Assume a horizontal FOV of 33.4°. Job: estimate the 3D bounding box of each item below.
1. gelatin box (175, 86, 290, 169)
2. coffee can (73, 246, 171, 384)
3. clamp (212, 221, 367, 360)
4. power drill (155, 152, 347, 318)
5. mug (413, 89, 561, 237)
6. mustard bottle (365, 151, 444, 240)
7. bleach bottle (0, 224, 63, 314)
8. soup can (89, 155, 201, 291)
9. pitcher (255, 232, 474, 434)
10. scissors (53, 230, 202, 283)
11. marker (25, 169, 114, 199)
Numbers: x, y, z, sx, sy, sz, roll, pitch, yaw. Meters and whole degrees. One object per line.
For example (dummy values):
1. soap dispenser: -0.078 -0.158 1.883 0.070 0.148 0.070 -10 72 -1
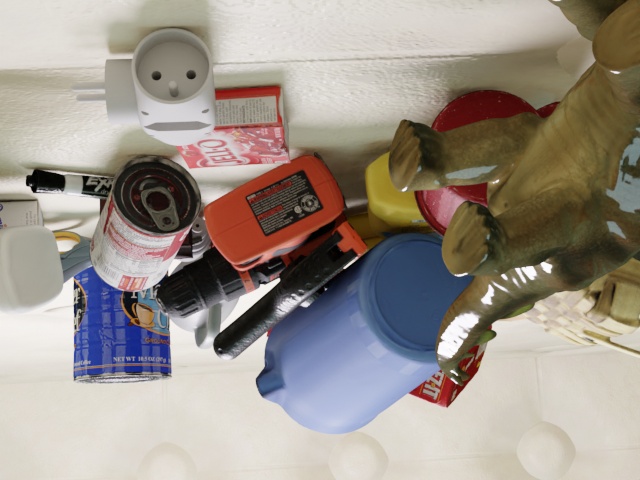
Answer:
1. gelatin box: -0.059 -0.072 0.707 0.073 0.030 0.089 -3 168 1
2. coffee can: -0.210 0.077 1.127 0.103 0.140 0.103 -3 169 -1
3. clamp: -0.011 0.031 0.873 0.172 0.039 0.120 -38 -173 40
4. power drill: -0.056 0.001 0.880 0.184 0.057 0.188 -29 173 -10
5. mug: 0.121 -0.056 0.723 0.117 0.093 0.081 -31 165 -6
6. mustard bottle: 0.087 -0.030 0.886 0.096 0.058 0.191 -10 168 2
7. bleach bottle: -0.343 0.039 0.861 0.251 0.068 0.102 -9 -177 12
8. soup can: -0.139 -0.011 0.831 0.068 0.068 0.102 2 151 -23
9. pitcher: 0.053 0.078 0.932 0.145 0.149 0.243 29 154 -7
10. scissors: -0.209 0.023 0.980 0.202 0.096 0.016 4 134 34
11. marker: -0.175 -0.042 0.852 0.120 0.020 0.020 4 166 -33
